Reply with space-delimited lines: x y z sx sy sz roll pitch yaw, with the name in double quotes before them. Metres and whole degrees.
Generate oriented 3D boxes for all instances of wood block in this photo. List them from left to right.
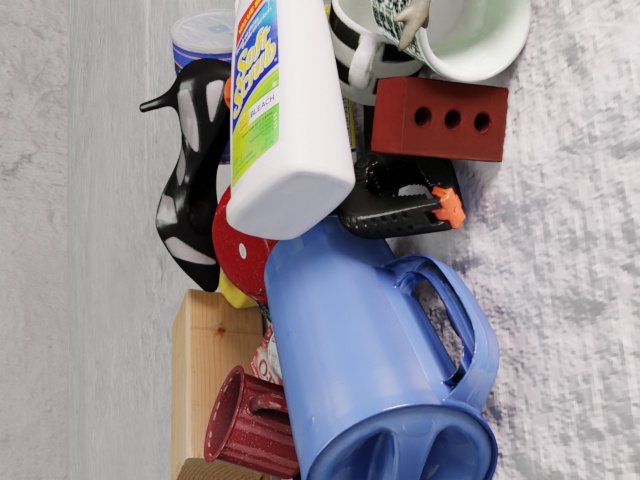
"wood block" -0.114 0.167 1.187 0.090 0.090 0.206 118 154 -49

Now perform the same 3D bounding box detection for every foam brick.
"foam brick" 0.081 -0.083 0.731 0.051 0.078 0.053 -158 71 -70

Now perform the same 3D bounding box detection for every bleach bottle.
"bleach bottle" -0.033 -0.133 0.811 0.103 0.068 0.251 -38 49 44

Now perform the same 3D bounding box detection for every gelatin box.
"gelatin box" -0.035 0.135 1.069 0.073 0.030 0.089 -63 40 39

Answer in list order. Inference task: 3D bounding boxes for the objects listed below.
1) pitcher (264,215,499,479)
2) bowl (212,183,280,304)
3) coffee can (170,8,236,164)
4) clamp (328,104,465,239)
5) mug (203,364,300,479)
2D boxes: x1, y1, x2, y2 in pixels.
"pitcher" 0.036 0.082 0.786 0.243 0.149 0.145 -110 6 -51
"bowl" -0.057 0.001 1.038 0.162 0.055 0.162 25 125 42
"coffee can" -0.107 -0.169 1.171 0.103 0.102 0.140 -116 20 -52
"clamp" 0.030 -0.040 0.815 0.036 0.164 0.210 58 168 -30
"mug" -0.049 0.166 0.978 0.117 0.081 0.093 132 154 -53
